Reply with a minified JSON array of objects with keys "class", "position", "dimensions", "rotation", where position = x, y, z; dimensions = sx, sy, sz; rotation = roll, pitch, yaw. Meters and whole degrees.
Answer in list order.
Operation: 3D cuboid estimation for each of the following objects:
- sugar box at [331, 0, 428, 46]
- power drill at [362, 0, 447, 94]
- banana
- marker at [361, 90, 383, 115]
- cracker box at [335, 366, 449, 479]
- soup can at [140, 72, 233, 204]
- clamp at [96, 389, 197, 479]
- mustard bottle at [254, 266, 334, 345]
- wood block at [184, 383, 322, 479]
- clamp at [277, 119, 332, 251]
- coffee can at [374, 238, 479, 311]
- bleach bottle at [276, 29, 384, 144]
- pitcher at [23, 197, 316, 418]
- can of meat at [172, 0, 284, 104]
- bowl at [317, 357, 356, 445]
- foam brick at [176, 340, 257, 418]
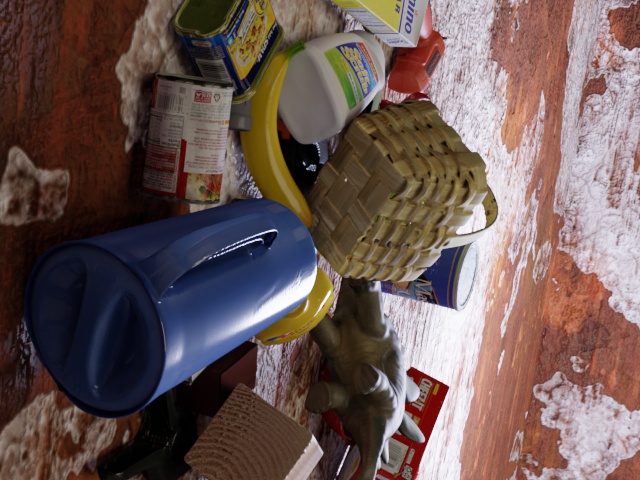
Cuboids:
[{"class":"sugar box","position":[0.060,-0.291,1.189],"dimensions":[0.176,0.048,0.093],"rotation":[21,81,-50]},{"class":"power drill","position":[0.109,-0.278,1.364],"dimensions":[0.184,0.057,0.187],"rotation":[-60,154,-30]},{"class":"banana","position":[-0.045,-0.099,1.060],"dimensions":[0.037,0.069,0.198],"rotation":[-86,175,-64]},{"class":"marker","position":[0.052,-0.121,1.263],"dimensions":[0.020,0.020,0.121],"rotation":[23,80,-68]},{"class":"cracker box","position":[0.093,0.293,1.512],"dimensions":[0.164,0.072,0.214],"rotation":[-63,-178,-31]},{"class":"soup can","position":[-0.112,-0.086,0.898],"dimensions":[0.068,0.069,0.102],"rotation":[-15,115,-66]},{"class":"clamp","position":[-0.154,0.190,0.989],"dimensions":[0.120,0.039,0.171],"rotation":[-61,155,-26]},{"class":"mustard bottle","position":[-0.031,0.066,1.097],"dimensions":[0.096,0.058,0.191],"rotation":[-33,173,-4]},{"class":"wood block","position":[-0.061,0.217,1.076],"dimensions":[0.090,0.090,0.206],"rotation":[-54,169,-11]},{"class":"clamp","position":[-0.008,-0.078,1.209],"dimensions":[0.210,0.036,0.164],"rotation":[72,36,-53]},{"class":"coffee can","position":[0.143,0.035,1.512],"dimensions":[0.102,0.140,0.103],"rotation":[13,90,-69]},{"class":"bleach bottle","position":[0.020,-0.188,1.171],"dimensions":[0.102,0.068,0.250],"rotation":[65,25,-14]},{"class":"pitcher","position":[-0.099,0.034,0.851],"dimensions":[0.242,0.149,0.145],"rotation":[-24,120,-56]},{"class":"can of meat","position":[-0.080,-0.186,0.939],"dimensions":[0.084,0.057,0.102],"rotation":[68,39,-52]},{"class":"bowl","position":[0.037,0.194,1.453],"dimensions":[0.162,0.055,0.162],"rotation":[13,90,-69]},{"class":"foam brick","position":[-0.103,0.135,1.069],"dimensions":[0.078,0.051,0.053],"rotation":[-37,136,-59]}]
